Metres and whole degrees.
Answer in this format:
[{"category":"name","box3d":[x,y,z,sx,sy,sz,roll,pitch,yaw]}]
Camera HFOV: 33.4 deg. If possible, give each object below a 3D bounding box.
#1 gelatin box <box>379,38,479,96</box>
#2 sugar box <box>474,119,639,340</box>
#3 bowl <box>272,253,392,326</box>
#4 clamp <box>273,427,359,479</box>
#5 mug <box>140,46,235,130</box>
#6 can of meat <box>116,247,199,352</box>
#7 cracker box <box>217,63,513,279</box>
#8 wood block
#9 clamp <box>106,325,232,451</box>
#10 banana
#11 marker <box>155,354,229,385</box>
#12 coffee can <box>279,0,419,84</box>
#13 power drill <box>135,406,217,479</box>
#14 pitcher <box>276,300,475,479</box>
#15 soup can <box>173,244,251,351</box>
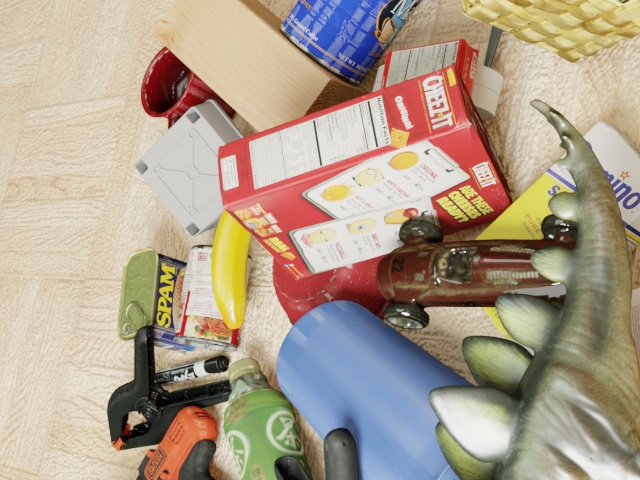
[{"category":"gelatin box","box3d":[0.095,-0.137,0.958,0.089,0.030,0.073,-1,73,42]},{"category":"sugar box","box3d":[0.200,-0.006,0.875,0.176,0.048,0.093,-48,48,21]},{"category":"bowl","box3d":[0.004,0.021,1.044,0.162,0.055,0.162,-17,64,38]},{"category":"clamp","box3d":[0.016,0.260,0.876,0.165,0.036,0.210,147,108,-67]},{"category":"mug","box3d":[-0.149,-0.162,1.237,0.093,0.081,0.117,-15,65,39]},{"category":"can of meat","box3d":[-0.170,0.068,1.170,0.058,0.083,0.102,-13,66,40]},{"category":"cracker box","box3d":[0.041,-0.052,0.916,0.214,0.164,0.072,-18,60,15]},{"category":"wood block","box3d":[-0.064,-0.185,1.115,0.206,0.090,0.091,43,107,23]},{"category":"clamp","box3d":[-0.183,0.163,1.138,0.172,0.120,0.039,-39,11,28]},{"category":"banana","box3d":[-0.072,-0.010,1.093,0.069,0.037,0.197,24,78,6]},{"category":"marker","box3d":[-0.144,0.143,1.164,0.121,0.020,0.020,-17,63,38]},{"category":"coffee can","box3d":[0.040,-0.244,1.073,0.140,0.102,0.103,-53,47,15]},{"category":"power drill","box3d":[-0.131,0.288,1.071,0.188,0.057,0.184,44,112,42]},{"category":"pitcher","box3d":[0.063,0.159,0.895,0.149,0.145,0.243,-46,42,-6]},{"category":"soup can","box3d":[-0.113,0.062,1.131,0.069,0.068,0.102,-4,72,43]}]
